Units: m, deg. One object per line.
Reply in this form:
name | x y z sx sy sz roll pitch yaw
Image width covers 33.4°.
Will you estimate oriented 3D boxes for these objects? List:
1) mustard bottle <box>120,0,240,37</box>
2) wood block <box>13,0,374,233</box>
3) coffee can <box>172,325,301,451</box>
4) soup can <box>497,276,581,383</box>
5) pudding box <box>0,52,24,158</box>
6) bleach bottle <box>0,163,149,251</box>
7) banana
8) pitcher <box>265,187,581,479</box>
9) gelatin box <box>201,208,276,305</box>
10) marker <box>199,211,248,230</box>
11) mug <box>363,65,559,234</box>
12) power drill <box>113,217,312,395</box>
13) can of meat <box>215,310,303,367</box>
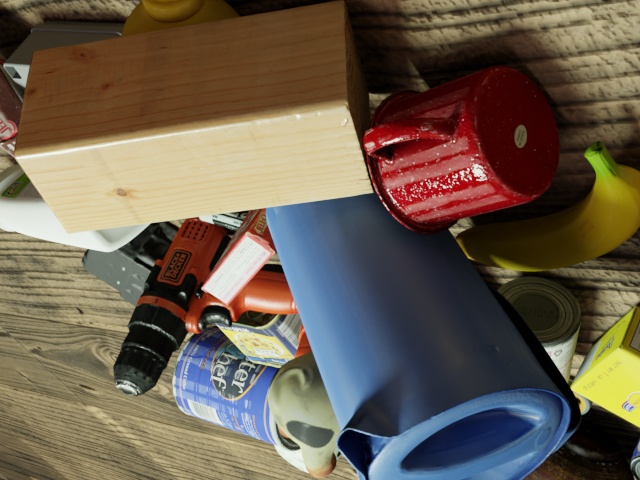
mustard bottle | -0.088 -0.121 0.748 0.096 0.058 0.191 14 148 17
wood block | -0.076 -0.075 0.680 0.206 0.090 0.091 -7 145 10
coffee can | -0.072 0.155 1.137 0.141 0.102 0.102 12 147 34
soup can | 0.157 0.085 0.806 0.069 0.068 0.102 21 141 22
pudding box | -0.263 -0.115 0.889 0.113 0.039 0.090 57 178 16
bleach bottle | -0.246 -0.046 1.013 0.251 0.102 0.068 8 136 50
banana | 0.157 -0.012 0.697 0.069 0.037 0.198 40 154 -3
pitcher | 0.058 0.049 0.702 0.243 0.145 0.149 65 -176 39
gelatin box | -0.056 0.001 0.875 0.030 0.073 0.089 34 135 -7
marker | -0.053 -0.012 0.934 0.121 0.020 0.020 16 149 28
mug | 0.079 -0.057 0.634 0.117 0.093 0.082 8 165 -39
power drill | -0.071 0.069 0.929 0.188 0.184 0.057 13 149 15
can of meat | -0.052 0.081 1.045 0.102 0.057 0.084 6 145 42
